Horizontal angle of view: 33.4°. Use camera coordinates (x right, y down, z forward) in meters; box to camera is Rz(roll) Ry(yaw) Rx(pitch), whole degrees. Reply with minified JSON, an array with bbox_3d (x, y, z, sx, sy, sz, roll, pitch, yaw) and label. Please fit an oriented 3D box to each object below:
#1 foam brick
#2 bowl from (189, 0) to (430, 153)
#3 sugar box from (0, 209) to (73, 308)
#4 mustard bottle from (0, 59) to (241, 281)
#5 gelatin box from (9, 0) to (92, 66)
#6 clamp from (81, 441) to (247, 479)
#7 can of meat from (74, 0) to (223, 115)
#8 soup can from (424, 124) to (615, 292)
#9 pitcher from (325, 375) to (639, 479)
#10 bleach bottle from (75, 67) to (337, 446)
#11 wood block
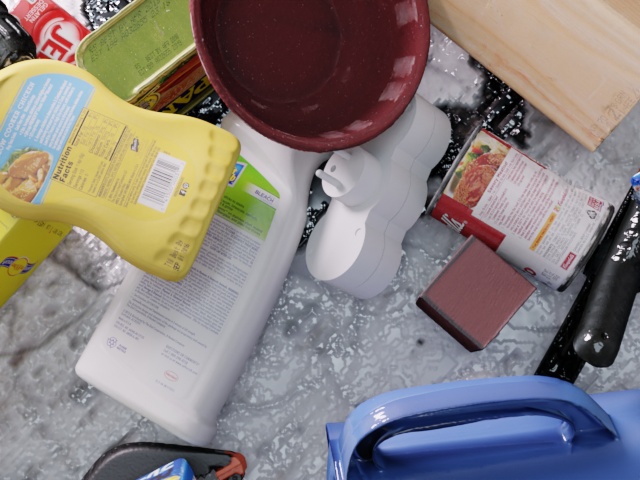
[{"bbox_3d":[0.097,0.036,0.679,0.051,0.078,0.053,40,88,7],"label":"foam brick"},{"bbox_3d":[-0.013,-0.133,0.659,0.161,0.055,0.162,0,89,-27],"label":"bowl"},{"bbox_3d":[-0.243,0.039,0.689,0.048,0.093,0.176,38,86,7],"label":"sugar box"},{"bbox_3d":[-0.151,-0.054,0.636,0.191,0.058,0.096,23,79,-5],"label":"mustard bottle"},{"bbox_3d":[-0.197,-0.120,0.740,0.073,0.030,0.089,39,86,7],"label":"gelatin box"},{"bbox_3d":[-0.148,0.185,0.689,0.210,0.036,0.164,-35,86,-1],"label":"clamp"},{"bbox_3d":[-0.106,-0.122,0.708,0.102,0.084,0.057,-39,82,-3],"label":"can of meat"},{"bbox_3d":[0.128,-0.020,0.690,0.102,0.068,0.068,31,84,6],"label":"soup can"},{"bbox_3d":[0.125,0.148,0.631,0.243,0.149,0.145,-10,82,-2],"label":"pitcher"},{"bbox_3d":[-0.055,0.001,0.700,0.102,0.068,0.251,29,82,6],"label":"bleach bottle"},{"bbox_3d":[0.133,-0.167,0.683,0.206,0.090,0.090,41,50,8],"label":"wood block"}]
